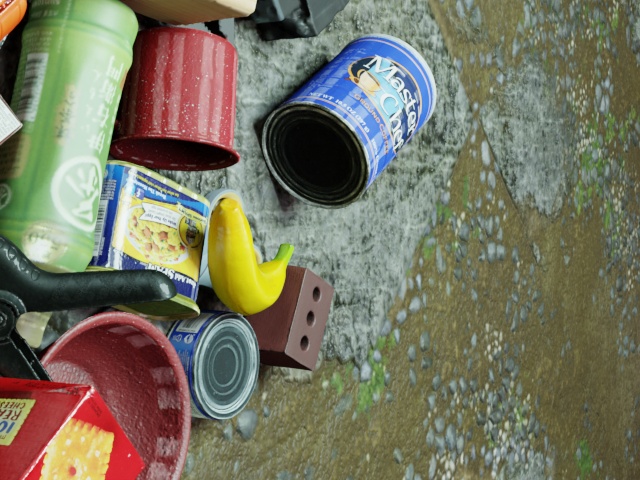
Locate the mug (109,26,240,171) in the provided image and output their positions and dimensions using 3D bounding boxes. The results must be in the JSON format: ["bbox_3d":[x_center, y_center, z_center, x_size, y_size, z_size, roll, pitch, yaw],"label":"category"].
[{"bbox_3d":[-0.112,-0.100,0.747,0.117,0.093,0.081,6,79,-21],"label":"mug"}]

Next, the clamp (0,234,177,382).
[{"bbox_3d":[-0.179,0.052,0.606,0.039,0.171,0.120,-161,-90,-81],"label":"clamp"}]

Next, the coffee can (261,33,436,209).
[{"bbox_3d":[0.027,-0.106,0.935,0.140,0.103,0.103,-49,130,-44],"label":"coffee can"}]

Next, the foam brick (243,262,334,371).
[{"bbox_3d":[-0.029,0.065,0.903,0.053,0.051,0.078,39,59,-51],"label":"foam brick"}]

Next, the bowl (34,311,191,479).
[{"bbox_3d":[-0.157,0.126,0.703,0.161,0.055,0.162,-4,95,-57],"label":"bowl"}]

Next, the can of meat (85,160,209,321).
[{"bbox_3d":[-0.125,0.001,0.733,0.102,0.058,0.084,28,61,-46],"label":"can of meat"}]

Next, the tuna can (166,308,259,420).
[{"bbox_3d":[-0.085,0.097,0.834,0.086,0.034,0.086,-4,95,-57],"label":"tuna can"}]

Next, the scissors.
[{"bbox_3d":[-0.108,0.010,0.810,0.201,0.016,0.096,-7,96,-57],"label":"scissors"}]

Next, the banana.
[{"bbox_3d":[-0.057,0.020,0.800,0.197,0.037,0.069,48,49,-78],"label":"banana"}]
